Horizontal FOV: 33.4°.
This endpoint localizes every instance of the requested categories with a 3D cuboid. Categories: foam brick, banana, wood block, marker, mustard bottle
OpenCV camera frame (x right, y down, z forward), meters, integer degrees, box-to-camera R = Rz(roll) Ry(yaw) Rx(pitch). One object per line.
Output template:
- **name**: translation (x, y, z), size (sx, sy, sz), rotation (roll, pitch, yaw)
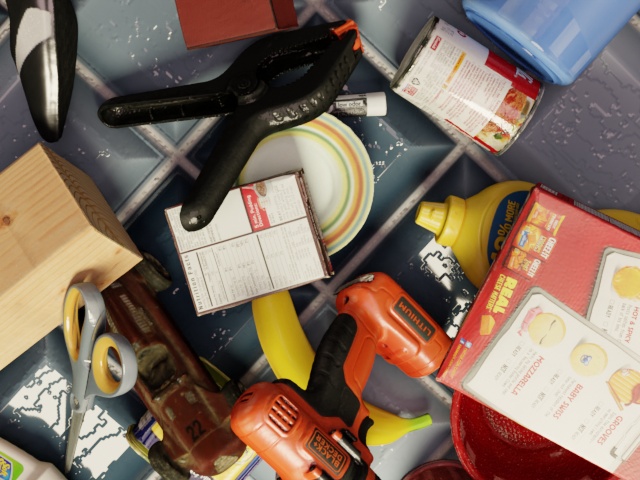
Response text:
- **foam brick**: translation (-0.065, -0.179, 0.815), size (0.078, 0.053, 0.051), rotation (-9, 102, 20)
- **banana**: translation (0.001, 0.108, 0.882), size (0.197, 0.037, 0.069), rotation (44, 75, -9)
- **wood block**: translation (-0.254, 0.033, 0.814), size (0.206, 0.090, 0.091), rotation (-38, 68, 3)
- **marker**: translation (-0.008, -0.106, 0.857), size (0.121, 0.020, 0.020), rotation (-4, 98, -3)
- **mustard bottle**: translation (0.169, 0.004, 0.860), size (0.191, 0.058, 0.096), rotation (16, 82, -4)

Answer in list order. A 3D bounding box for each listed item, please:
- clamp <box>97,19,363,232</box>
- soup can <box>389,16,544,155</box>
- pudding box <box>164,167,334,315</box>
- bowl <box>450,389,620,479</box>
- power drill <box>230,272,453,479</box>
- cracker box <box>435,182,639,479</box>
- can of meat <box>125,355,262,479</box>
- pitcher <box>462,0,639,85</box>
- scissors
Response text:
- **clamp**: translation (-0.053, -0.098, 0.810), size (0.210, 0.165, 0.036), rotation (-28, 140, -6)
- **soup can**: translation (0.114, -0.121, 0.837), size (0.102, 0.068, 0.068), rotation (31, 95, -6)
- **pudding box**: translation (-0.056, 0.001, 0.836), size (0.113, 0.039, 0.090), rotation (-16, 94, 9)
- **bowl**: translation (0.183, 0.138, 0.883), size (0.162, 0.055, 0.162), rotation (0, 98, -3)
- **power drill**: translation (0.038, 0.131, 0.817), size (0.184, 0.187, 0.057), rotation (46, 138, -15)
- **cracker box**: translation (0.217, 0.076, 0.783), size (0.214, 0.072, 0.164), rotation (27, 104, 9)
- **can of meat**: translation (-0.093, 0.157, 0.871), size (0.102, 0.057, 0.084), rotation (41, 92, -7)
- **pitcher**: translation (0.211, -0.247, 0.799), size (0.243, 0.149, 0.144), rotation (-51, 136, 7)
- **scissors**: translation (-0.173, 0.126, 0.820), size (0.016, 0.096, 0.202), rotation (-18, 127, -38)
